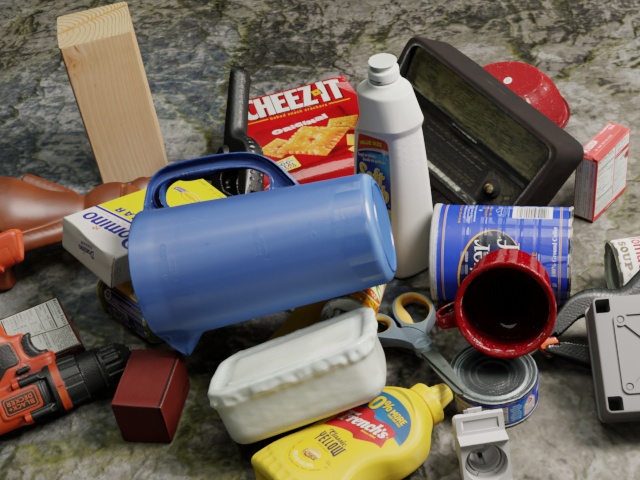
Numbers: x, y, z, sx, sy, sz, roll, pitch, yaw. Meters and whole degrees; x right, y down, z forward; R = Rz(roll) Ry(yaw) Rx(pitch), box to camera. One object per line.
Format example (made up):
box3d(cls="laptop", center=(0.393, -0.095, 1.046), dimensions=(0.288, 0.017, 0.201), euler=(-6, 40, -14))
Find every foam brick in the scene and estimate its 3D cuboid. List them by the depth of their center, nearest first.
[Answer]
box3d(cls="foam brick", center=(-0.165, 0.152, 1.043), dimensions=(0.051, 0.053, 0.078), euler=(0, 38, 11))

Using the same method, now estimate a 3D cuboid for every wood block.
box3d(cls="wood block", center=(-0.261, -0.182, 1.352), dimensions=(0.090, 0.206, 0.090), euler=(-14, 39, -5))

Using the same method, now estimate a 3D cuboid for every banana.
box3d(cls="banana", center=(-0.019, 0.072, 1.124), dimensions=(0.070, 0.037, 0.197), euler=(13, 44, 25))

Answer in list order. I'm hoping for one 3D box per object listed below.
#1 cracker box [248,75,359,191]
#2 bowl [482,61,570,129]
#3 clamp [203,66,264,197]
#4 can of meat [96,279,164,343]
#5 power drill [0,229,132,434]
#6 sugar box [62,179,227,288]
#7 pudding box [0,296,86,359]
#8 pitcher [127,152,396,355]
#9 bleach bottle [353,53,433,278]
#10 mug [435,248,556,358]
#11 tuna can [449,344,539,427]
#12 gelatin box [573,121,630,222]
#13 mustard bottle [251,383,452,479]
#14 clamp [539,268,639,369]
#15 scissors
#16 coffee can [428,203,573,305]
box3d(cls="cracker box", center=(-0.012, -0.115, 1.325), dimensions=(0.164, 0.072, 0.214), euler=(-15, 39, -7))
box3d(cls="bowl", center=(0.239, -0.184, 1.373), dimensions=(0.162, 0.055, 0.162), euler=(-6, 39, 4))
box3d(cls="clamp", center=(-0.103, -0.105, 1.268), dimensions=(0.036, 0.165, 0.210), euler=(14, 23, -30))
box3d(cls="can of meat", center=(-0.177, 0.056, 1.160), dimensions=(0.084, 0.057, 0.102), euler=(29, 52, 36))
box3d(cls="power drill", center=(-0.298, 0.087, 1.060), dimensions=(0.184, 0.187, 0.057), euler=(-23, -1, -16))
box3d(cls="sugar box", center=(-0.181, -0.015, 1.162), dimensions=(0.175, 0.048, 0.093), euler=(-22, 45, -41))
box3d(cls="pudding box", center=(-0.313, 0.116, 1.129), dimensions=(0.113, 0.039, 0.090), euler=(-22, 40, -18))
box3d(cls="pitcher", center=(-0.057, 0.001, 1.036), dimensions=(0.243, 0.149, 0.145), euler=(-13, 37, 11))
box3d(cls="bleach bottle", center=(0.071, -0.083, 1.125), dimensions=(0.068, 0.251, 0.103), euler=(-27, 42, -21))
box3d(cls="mug", center=(0.166, 0.059, 1.017), dimensions=(0.117, 0.093, 0.081), euler=(-21, 8, 17))
box3d(cls="tuna can", center=(0.164, 0.135, 1.011), dimensions=(0.086, 0.034, 0.086), euler=(-6, 39, 4))
box3d(cls="gelatin box", center=(0.314, -0.077, 1.197), dimensions=(0.030, 0.089, 0.073), euler=(25, 50, 34))
box3d(cls="mustard bottle", center=(0.040, 0.182, 0.958), dimensions=(0.191, 0.058, 0.096), euler=(-28, 35, -22))
box3d(cls="clamp", center=(0.297, 0.085, 1.023), dimensions=(0.171, 0.039, 0.120), euler=(-27, 66, 5))
box3d(cls="scissors", center=(0.082, 0.106, 1.044), dimensions=(0.096, 0.016, 0.201), euler=(-15, 24, 6))
box3d(cls="coffee can", center=(0.187, 0.014, 1.100), dimensions=(0.140, 0.103, 0.102), euler=(2, 40, 13))
